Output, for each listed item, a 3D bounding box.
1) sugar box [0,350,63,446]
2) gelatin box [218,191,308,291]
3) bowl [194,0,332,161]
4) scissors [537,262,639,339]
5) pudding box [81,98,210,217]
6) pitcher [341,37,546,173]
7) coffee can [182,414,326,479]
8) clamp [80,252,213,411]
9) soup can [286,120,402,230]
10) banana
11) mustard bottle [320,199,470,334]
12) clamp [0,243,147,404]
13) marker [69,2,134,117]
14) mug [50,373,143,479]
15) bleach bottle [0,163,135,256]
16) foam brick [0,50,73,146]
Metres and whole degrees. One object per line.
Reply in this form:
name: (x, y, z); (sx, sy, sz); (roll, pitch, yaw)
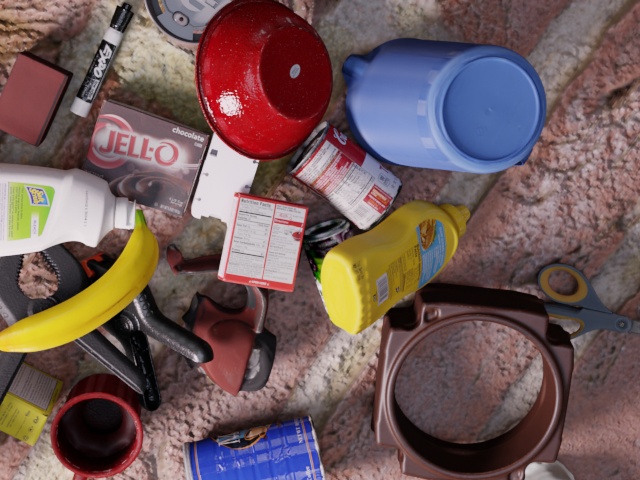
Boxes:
sugar box: (-0.355, 0.137, 1.085); (0.176, 0.093, 0.048); (27, 100, -11)
gelatin box: (-0.057, 0.001, 1.059); (0.073, 0.030, 0.089); (10, 92, -18)
bowl: (-0.040, -0.159, 1.031); (0.161, 0.055, 0.162); (-1, 92, -41)
scissors: (0.319, 0.071, 1.159); (0.202, 0.016, 0.096); (-1, 96, 9)
pudding box: (-0.179, -0.084, 1.082); (0.113, 0.039, 0.090); (18, 100, -10)
pitcher: (0.124, -0.122, 1.003); (0.149, 0.243, 0.145); (-15, 102, -10)
coffee can: (-0.067, 0.250, 1.136); (0.140, 0.103, 0.103); (-12, 103, -4)
clamp: (-0.192, 0.093, 1.101); (0.171, 0.039, 0.120); (47, 119, 14)
soup can: (0.025, -0.065, 1.094); (0.102, 0.068, 0.068); (37, 96, -13)
banana: (-0.223, 0.052, 1.044); (0.197, 0.070, 0.037); (-44, 143, -24)
mustard bottle: (0.086, 0.012, 1.092); (0.191, 0.058, 0.096); (-32, 132, -32)
clamp: (-0.264, 0.076, 1.067); (0.164, 0.036, 0.210); (-4, 72, -18)
marker: (-0.218, -0.181, 1.067); (0.020, 0.020, 0.121); (25, 99, -11)
mug: (-0.234, 0.200, 1.117); (0.093, 0.081, 0.117); (17, 100, -10)
bleach bottle: (-0.307, -0.024, 1.035); (0.250, 0.068, 0.102); (3, 102, -10)
foam brick: (-0.284, -0.140, 1.052); (0.051, 0.053, 0.078); (24, 98, -11)
